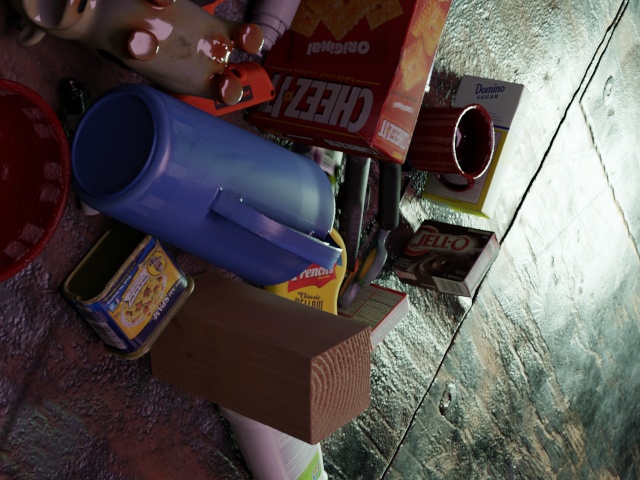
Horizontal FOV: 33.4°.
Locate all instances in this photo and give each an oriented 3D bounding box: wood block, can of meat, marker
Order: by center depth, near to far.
[{"bbox_3d":[-0.204,-0.080,0.913,0.020,0.020,0.121,-32,127,-44],"label":"marker"},{"bbox_3d":[-0.174,0.042,0.970,0.102,0.058,0.084,-55,139,-26],"label":"can of meat"},{"bbox_3d":[-0.061,0.107,1.020,0.090,0.206,0.090,-25,123,-47],"label":"wood block"}]

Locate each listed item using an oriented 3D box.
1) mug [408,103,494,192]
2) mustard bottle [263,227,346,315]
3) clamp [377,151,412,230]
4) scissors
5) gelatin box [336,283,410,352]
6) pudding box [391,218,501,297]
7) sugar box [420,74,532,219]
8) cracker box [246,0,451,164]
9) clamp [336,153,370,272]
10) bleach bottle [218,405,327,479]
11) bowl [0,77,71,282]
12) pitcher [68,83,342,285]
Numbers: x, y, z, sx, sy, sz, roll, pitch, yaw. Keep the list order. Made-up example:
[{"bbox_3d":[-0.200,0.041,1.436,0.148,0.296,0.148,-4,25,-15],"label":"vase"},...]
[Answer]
[{"bbox_3d":[0.161,-0.115,1.336,0.093,0.082,0.117,-41,124,-38],"label":"mug"},{"bbox_3d":[-0.019,0.036,1.159,0.096,0.058,0.191,8,84,-25],"label":"mustard bottle"},{"bbox_3d":[0.082,-0.097,1.241,0.171,0.039,0.120,74,20,-51],"label":"clamp"},{"bbox_3d":[0.078,-0.007,1.289,0.016,0.096,0.201,34,72,-10],"label":"scissors"},{"bbox_3d":[0.054,0.091,1.289,0.089,0.073,0.030,-44,135,-36],"label":"gelatin box"},{"bbox_3d":[0.162,0.022,1.377,0.090,0.114,0.039,-55,138,-26],"label":"pudding box"},{"bbox_3d":[0.205,-0.124,1.395,0.048,0.093,0.176,33,77,-56],"label":"sugar box"},{"bbox_3d":[0.032,-0.199,1.065,0.072,0.164,0.214,22,85,-53],"label":"cracker box"},{"bbox_3d":[0.038,-0.060,1.211,0.164,0.036,0.210,-81,177,-51],"label":"clamp"},{"bbox_3d":[-0.043,0.254,1.231,0.102,0.068,0.251,-44,138,-35],"label":"bleach bottle"},{"bbox_3d":[-0.268,-0.047,0.805,0.161,0.055,0.162,-25,123,-47],"label":"bowl"},{"bbox_3d":[-0.094,-0.044,0.932,0.242,0.149,0.145,24,54,-55],"label":"pitcher"}]
